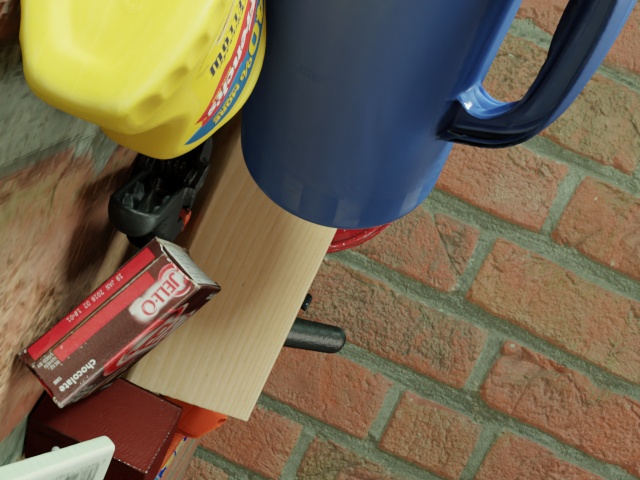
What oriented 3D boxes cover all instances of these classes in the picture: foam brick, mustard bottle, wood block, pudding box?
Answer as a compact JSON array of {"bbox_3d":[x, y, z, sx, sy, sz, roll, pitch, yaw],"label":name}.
[{"bbox_3d":[-0.129,0.114,0.637,0.051,0.078,0.053,-62,177,-42],"label":"foam brick"},{"bbox_3d":[-0.054,-0.079,0.396,0.191,0.058,0.096,91,19,-89],"label":"mustard bottle"},{"bbox_3d":[-0.055,0.001,0.709,0.206,0.090,0.090,-65,-158,7],"label":"wood block"},{"bbox_3d":[-0.101,0.042,0.564,0.090,0.039,0.113,-40,180,-1],"label":"pudding box"}]

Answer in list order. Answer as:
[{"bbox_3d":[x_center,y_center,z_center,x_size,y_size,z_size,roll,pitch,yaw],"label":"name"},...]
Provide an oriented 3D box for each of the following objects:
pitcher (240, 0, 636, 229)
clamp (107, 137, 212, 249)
[{"bbox_3d":[0.035,-0.107,0.471,0.243,0.145,0.149,104,-12,-54],"label":"pitcher"},{"bbox_3d":[-0.076,-0.048,0.579,0.120,0.039,0.171,-60,-176,-10],"label":"clamp"}]
